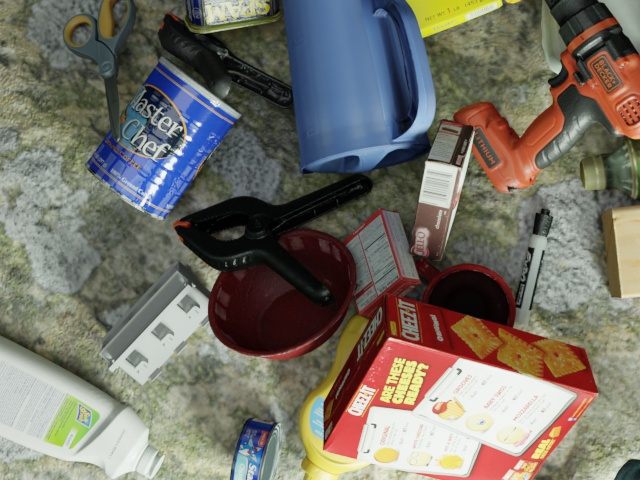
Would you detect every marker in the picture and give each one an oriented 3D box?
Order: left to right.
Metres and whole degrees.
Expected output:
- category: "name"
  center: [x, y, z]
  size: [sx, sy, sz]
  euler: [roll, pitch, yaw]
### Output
- category: "marker"
  center: [0.219, 0.026, 1.103]
  size: [0.020, 0.020, 0.121]
  euler: [14, 91, 8]

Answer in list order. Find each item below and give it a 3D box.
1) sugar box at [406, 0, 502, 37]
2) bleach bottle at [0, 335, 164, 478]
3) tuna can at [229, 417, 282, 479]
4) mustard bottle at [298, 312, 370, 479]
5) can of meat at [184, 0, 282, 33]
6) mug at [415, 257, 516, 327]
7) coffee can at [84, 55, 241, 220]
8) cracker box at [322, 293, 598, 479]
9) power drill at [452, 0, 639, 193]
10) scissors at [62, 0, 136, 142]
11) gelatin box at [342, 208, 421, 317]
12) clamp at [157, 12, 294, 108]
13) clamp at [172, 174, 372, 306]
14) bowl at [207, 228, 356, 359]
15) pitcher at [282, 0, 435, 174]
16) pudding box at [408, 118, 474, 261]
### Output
- category: "sugar box"
  center: [0.114, -0.306, 1.089]
  size: [0.093, 0.048, 0.176]
  euler: [-19, 88, 11]
- category: "bleach bottle"
  center: [-0.288, 0.192, 1.156]
  size: [0.251, 0.068, 0.102]
  euler: [28, 94, 6]
- category: "tuna can"
  center: [-0.067, 0.228, 1.110]
  size: [0.034, 0.086, 0.086]
  euler: [11, 91, 10]
- category: "mustard bottle"
  center: [0.032, 0.179, 1.109]
  size: [0.096, 0.058, 0.191]
  euler: [28, 93, 2]
- category: "can of meat"
  center: [-0.094, -0.269, 1.105]
  size: [0.102, 0.057, 0.084]
  euler: [-12, 125, -12]
- category: "mug"
  center: [0.141, 0.061, 1.083]
  size: [0.117, 0.081, 0.093]
  euler: [42, 95, 6]
- category: "coffee can"
  center: [-0.165, -0.107, 1.120]
  size: [0.103, 0.102, 0.140]
  euler: [37, 95, 7]
- category: "cracker box"
  center: [0.128, 0.151, 1.023]
  size: [0.213, 0.072, 0.164]
  euler: [17, 126, -13]
- category: "power drill"
  center: [0.221, -0.147, 1.042]
  size: [0.188, 0.057, 0.184]
  euler: [-38, 75, 39]
- category: "scissors"
  center: [-0.240, -0.182, 1.135]
  size: [0.096, 0.016, 0.201]
  euler: [-9, 60, 22]
- category: "gelatin box"
  center: [0.060, 0.024, 1.088]
  size: [0.073, 0.030, 0.089]
  euler: [-44, 50, 39]
- category: "clamp"
  center: [-0.116, -0.187, 1.106]
  size: [0.172, 0.120, 0.039]
  euler: [33, 104, 22]
- category: "clamp"
  center: [-0.057, 0.001, 1.102]
  size: [0.210, 0.036, 0.164]
  euler: [-3, 49, 17]
- category: "bowl"
  center: [-0.032, 0.066, 1.099]
  size: [0.162, 0.055, 0.162]
  euler: [-13, 46, 14]
- category: "pitcher"
  center: [0.034, -0.193, 1.075]
  size: [0.149, 0.145, 0.243]
  euler: [-10, 85, 10]
- category: "pudding box"
  center: [0.120, -0.050, 1.060]
  size: [0.039, 0.090, 0.113]
  euler: [15, 126, 7]
